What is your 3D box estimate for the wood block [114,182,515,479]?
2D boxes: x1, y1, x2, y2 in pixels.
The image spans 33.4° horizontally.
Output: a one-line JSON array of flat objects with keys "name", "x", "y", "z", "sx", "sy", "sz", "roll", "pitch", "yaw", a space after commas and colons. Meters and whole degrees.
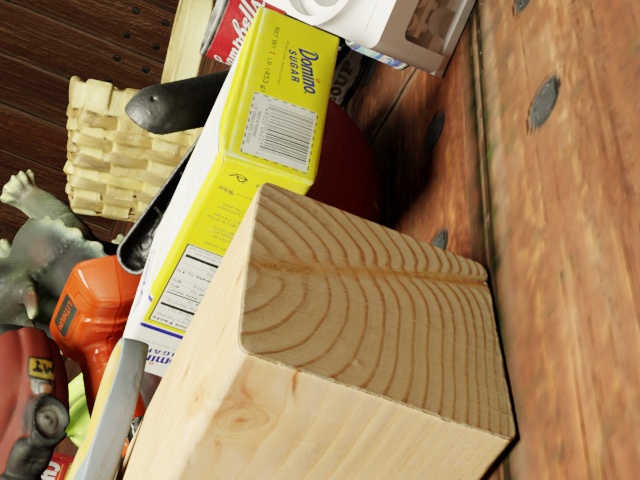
[{"name": "wood block", "x": -0.024, "y": 0.094, "z": 0.394, "sx": 0.090, "sy": 0.090, "sz": 0.206, "roll": -87, "pitch": 22, "yaw": -54}]

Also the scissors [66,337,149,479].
[{"name": "scissors", "x": -0.097, "y": 0.123, "z": 0.406, "sx": 0.201, "sy": 0.016, "sz": 0.096, "roll": -83, "pitch": 17, "yaw": -48}]

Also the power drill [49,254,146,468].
[{"name": "power drill", "x": -0.117, "y": 0.107, "z": 0.672, "sx": 0.185, "sy": 0.057, "sz": 0.188, "roll": -52, "pitch": 49, "yaw": 50}]

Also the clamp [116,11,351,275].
[{"name": "clamp", "x": -0.046, "y": -0.073, "z": 0.630, "sx": 0.209, "sy": 0.036, "sz": 0.165, "roll": -43, "pitch": -12, "yaw": -36}]

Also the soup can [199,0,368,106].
[{"name": "soup can", "x": -0.022, "y": -0.137, "z": 0.715, "sx": 0.068, "sy": 0.102, "sz": 0.068, "roll": -160, "pitch": 90, "yaw": -77}]

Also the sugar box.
[{"name": "sugar box", "x": -0.047, "y": -0.014, "z": 0.507, "sx": 0.176, "sy": 0.048, "sz": 0.093, "roll": 121, "pitch": 164, "yaw": -49}]
